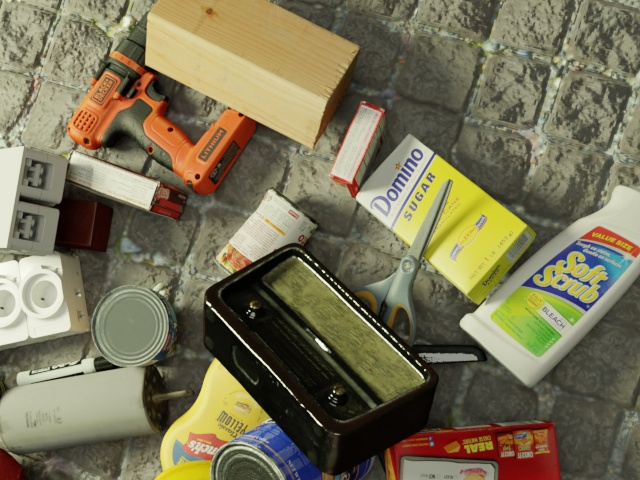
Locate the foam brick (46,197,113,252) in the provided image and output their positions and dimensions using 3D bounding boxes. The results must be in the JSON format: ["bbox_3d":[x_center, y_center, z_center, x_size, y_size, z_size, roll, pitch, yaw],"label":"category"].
[{"bbox_3d":[-0.281,-0.019,1.205,0.078,0.051,0.053,7,83,12],"label":"foam brick"}]

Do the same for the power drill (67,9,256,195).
[{"bbox_3d":[-0.168,-0.151,1.198,0.188,0.057,0.184,32,87,15],"label":"power drill"}]

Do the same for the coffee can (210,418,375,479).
[{"bbox_3d":[-0.025,0.220,1.058,0.103,0.140,0.103,13,112,35],"label":"coffee can"}]

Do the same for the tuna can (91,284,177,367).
[{"bbox_3d":[-0.195,0.091,1.126,0.086,0.033,0.086,-1,83,12],"label":"tuna can"}]

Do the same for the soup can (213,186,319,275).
[{"bbox_3d":[-0.058,0.001,1.148,0.068,0.068,0.102,38,90,14],"label":"soup can"}]

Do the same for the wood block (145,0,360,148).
[{"bbox_3d":[-0.073,-0.197,1.136,0.206,0.090,0.090,28,61,5],"label":"wood block"}]

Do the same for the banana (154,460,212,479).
[{"bbox_3d":[-0.091,0.263,1.097,0.197,0.037,0.070,11,100,-18],"label":"banana"}]

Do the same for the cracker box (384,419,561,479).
[{"bbox_3d":[0.153,0.290,1.046,0.164,0.072,0.214,-4,83,-6],"label":"cracker box"}]

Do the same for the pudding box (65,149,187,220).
[{"bbox_3d":[-0.214,-0.060,1.177,0.113,0.090,0.039,18,87,14],"label":"pudding box"}]

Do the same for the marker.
[{"bbox_3d":[-0.282,0.146,1.199,0.121,0.020,0.020,-13,80,10],"label":"marker"}]

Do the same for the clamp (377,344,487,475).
[{"bbox_3d":[0.047,0.144,1.123,0.210,0.036,0.164,26,85,13],"label":"clamp"}]

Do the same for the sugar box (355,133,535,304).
[{"bbox_3d":[0.126,-0.025,1.100,0.093,0.048,0.176,-49,60,2],"label":"sugar box"}]

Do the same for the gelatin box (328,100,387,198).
[{"bbox_3d":[0.041,-0.096,1.134,0.030,0.073,0.089,22,84,10],"label":"gelatin box"}]

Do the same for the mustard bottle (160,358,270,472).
[{"bbox_3d":[-0.114,0.216,1.133,0.096,0.058,0.191,33,92,-11],"label":"mustard bottle"}]

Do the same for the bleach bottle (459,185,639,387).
[{"bbox_3d":[0.262,0.027,1.083,0.102,0.068,0.251,42,90,12],"label":"bleach bottle"}]

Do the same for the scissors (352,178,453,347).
[{"bbox_3d":[0.072,0.028,1.082,0.096,0.016,0.202,14,101,26],"label":"scissors"}]
